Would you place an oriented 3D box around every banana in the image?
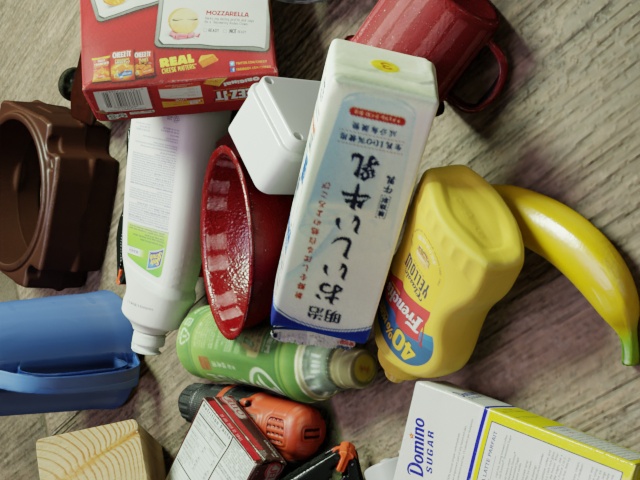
[{"bbox_3d":[0.149,0.004,0.728,0.198,0.037,0.070,43,120,41],"label":"banana"}]

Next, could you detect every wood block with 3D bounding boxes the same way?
[{"bbox_3d":[-0.197,0.231,1.003,0.206,0.090,0.090,97,161,-74],"label":"wood block"}]

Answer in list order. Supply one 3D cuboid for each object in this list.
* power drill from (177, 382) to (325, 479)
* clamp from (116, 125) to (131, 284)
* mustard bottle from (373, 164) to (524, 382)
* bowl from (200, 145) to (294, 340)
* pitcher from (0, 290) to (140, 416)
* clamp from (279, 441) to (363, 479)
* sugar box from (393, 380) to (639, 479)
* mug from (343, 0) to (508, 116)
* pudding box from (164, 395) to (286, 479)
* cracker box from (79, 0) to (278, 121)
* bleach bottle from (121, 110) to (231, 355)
[{"bbox_3d":[-0.073,0.225,0.964,0.185,0.057,0.188,3,91,49],"label":"power drill"},{"bbox_3d":[-0.183,-0.031,1.107,0.120,0.039,0.171,-151,65,-66],"label":"clamp"},{"bbox_3d":[0.080,0.042,0.769,0.096,0.058,0.192,62,150,33],"label":"mustard bottle"},{"bbox_3d":[-0.056,0.001,0.893,0.162,0.055,0.162,178,90,-71],"label":"bowl"},{"bbox_3d":[-0.316,0.125,1.109,0.149,0.242,0.145,-45,59,40],"label":"pitcher"},{"bbox_3d":[-0.027,0.259,0.874,0.036,0.164,0.210,-62,-12,-82],"label":"clamp"},{"bbox_3d":[0.133,0.164,0.723,0.177,0.048,0.093,17,96,45],"label":"sugar box"},{"bbox_3d":[0.085,-0.143,0.778,0.117,0.093,0.082,41,119,6],"label":"mug"},{"bbox_3d":[-0.086,0.203,0.913,0.090,0.039,0.114,45,115,40],"label":"pudding box"},{"bbox_3d":[-0.125,-0.216,0.940,0.072,0.164,0.214,87,176,-69],"label":"cracker box"},{"bbox_3d":[-0.149,-0.019,1.005,0.103,0.067,0.251,15,98,42],"label":"bleach bottle"}]
